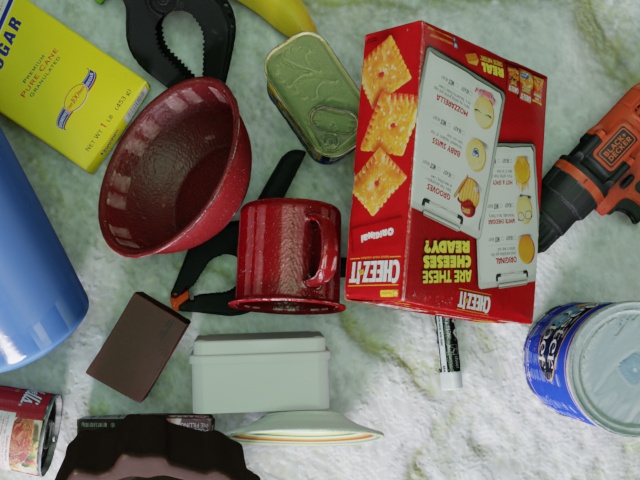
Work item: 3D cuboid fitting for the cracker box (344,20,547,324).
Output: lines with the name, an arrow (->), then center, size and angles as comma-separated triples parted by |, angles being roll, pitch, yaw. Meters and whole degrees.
cracker box -> 0.103, -0.047, 0.855 | 0.163, 0.072, 0.214 | 12, 80, -42

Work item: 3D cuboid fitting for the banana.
banana -> -0.094, -0.221, 0.919 | 0.198, 0.037, 0.070 | 12, 114, 0

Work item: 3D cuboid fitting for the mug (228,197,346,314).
mug -> -0.020, 0.012, 0.834 | 0.093, 0.117, 0.081 | 7, 78, -25

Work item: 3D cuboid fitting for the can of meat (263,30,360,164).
can of meat -> -0.003, -0.114, 0.891 | 0.057, 0.084, 0.102 | -34, 89, -5

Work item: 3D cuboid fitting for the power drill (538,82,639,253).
power drill -> 0.279, -0.014, 0.914 | 0.187, 0.057, 0.184 | 43, 91, -1

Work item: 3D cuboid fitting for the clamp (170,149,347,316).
clamp -> -0.056, 0.001, 0.905 | 0.171, 0.039, 0.120 | -22, 85, -10

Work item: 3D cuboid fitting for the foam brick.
foam brick -> -0.150, 0.088, 0.888 | 0.053, 0.051, 0.078 | 32, 86, -2

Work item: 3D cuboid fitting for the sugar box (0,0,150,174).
sugar box -> -0.241, -0.143, 0.899 | 0.176, 0.048, 0.093 | 34, 86, -2

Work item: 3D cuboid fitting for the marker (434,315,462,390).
marker -> 0.107, 0.068, 0.919 | 0.020, 0.020, 0.121 | -6, 87, -4

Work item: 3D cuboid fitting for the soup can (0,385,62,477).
soup can -> -0.269, 0.151, 0.869 | 0.102, 0.068, 0.068 | 10, 86, -2

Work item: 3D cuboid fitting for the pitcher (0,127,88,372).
pitcher -> -0.280, -0.026, 0.829 | 0.149, 0.145, 0.243 | -43, 117, -37

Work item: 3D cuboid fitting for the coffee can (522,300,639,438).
coffee can -> 0.230, 0.100, 0.863 | 0.102, 0.140, 0.103 | 0, 87, -3

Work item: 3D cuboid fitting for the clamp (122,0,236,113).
clamp -> -0.138, -0.205, 0.888 | 0.165, 0.036, 0.210 | -11, 107, 11

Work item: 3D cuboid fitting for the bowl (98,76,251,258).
bowl -> -0.108, -0.051, 0.870 | 0.055, 0.162, 0.162 | 32, 84, -41
